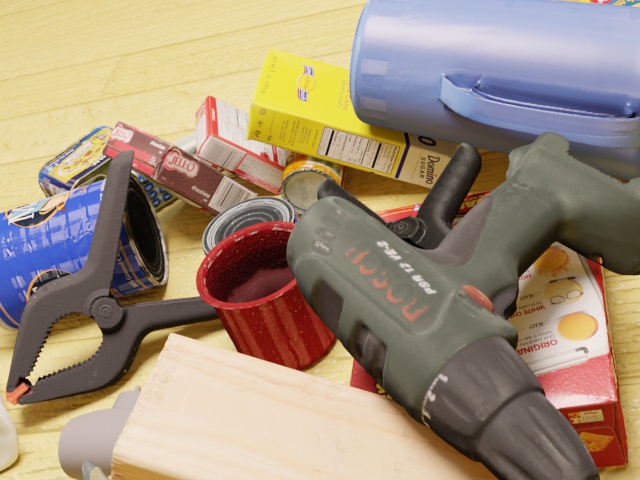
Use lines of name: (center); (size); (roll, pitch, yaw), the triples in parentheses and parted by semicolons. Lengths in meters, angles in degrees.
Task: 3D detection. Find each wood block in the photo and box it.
wood block: (-0.003, 0.138, 0.590); (0.206, 0.091, 0.090); (16, 45, 5)

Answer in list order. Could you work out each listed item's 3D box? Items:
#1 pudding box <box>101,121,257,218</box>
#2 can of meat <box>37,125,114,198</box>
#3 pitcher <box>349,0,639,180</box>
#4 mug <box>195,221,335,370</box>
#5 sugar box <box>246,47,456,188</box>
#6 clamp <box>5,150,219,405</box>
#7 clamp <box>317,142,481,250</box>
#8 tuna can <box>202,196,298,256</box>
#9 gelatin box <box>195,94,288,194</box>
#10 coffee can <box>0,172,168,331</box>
pudding box: (-0.125, -0.059, 0.948); (0.090, 0.113, 0.039); (26, 85, 44)
can of meat: (-0.217, -0.065, 1.049); (0.102, 0.057, 0.084); (-40, 38, -23)
pitcher: (0.147, -0.123, 0.816); (0.243, 0.149, 0.145); (10, 73, 15)
mug: (-0.026, 0.039, 0.800); (0.117, 0.081, 0.093); (-36, 39, -18)
sugar box: (0.030, -0.105, 0.917); (0.176, 0.048, 0.093); (12, 42, -1)
clamp: (-0.171, 0.043, 0.838); (0.210, 0.164, 0.036); (-37, 5, -6)
clamp: (0.067, -0.003, 0.721); (0.120, 0.039, 0.171); (-24, 43, 8)
tuna can: (-0.056, 0.001, 0.902); (0.086, 0.033, 0.086); (-14, 37, 11)
gelatin box: (-0.071, -0.088, 0.981); (0.030, 0.089, 0.073); (-52, 27, 27)
coffee can: (-0.214, 0.010, 0.915); (0.140, 0.103, 0.103); (-17, 37, 7)
